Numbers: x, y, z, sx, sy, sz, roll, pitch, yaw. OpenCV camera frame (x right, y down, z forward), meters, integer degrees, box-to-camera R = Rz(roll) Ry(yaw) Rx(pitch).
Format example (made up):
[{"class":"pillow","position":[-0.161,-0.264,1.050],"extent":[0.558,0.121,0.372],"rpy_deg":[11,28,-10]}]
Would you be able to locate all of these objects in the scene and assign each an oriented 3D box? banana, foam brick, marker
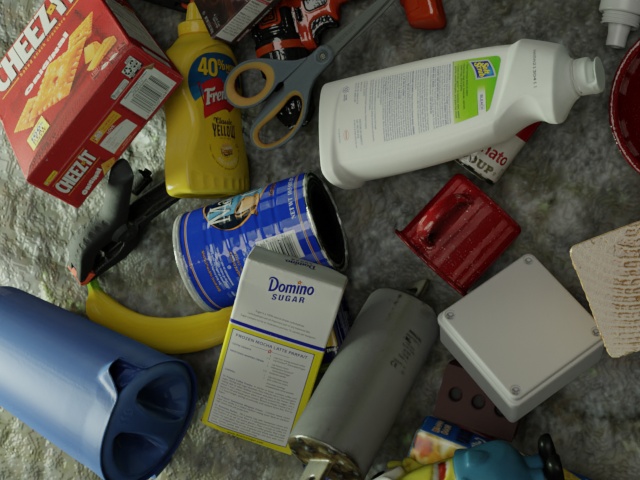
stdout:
[{"class":"banana","position":[-0.165,0.083,1.095],"extent":[0.198,0.037,0.069],"rpy_deg":[11,95,17]},{"class":"foam brick","position":[0.150,0.147,0.992],"extent":[0.078,0.051,0.053],"rpy_deg":[16,94,16]},{"class":"marker","position":[-0.217,-0.028,1.120],"extent":[0.020,0.020,0.121],"rpy_deg":[43,101,12]}]

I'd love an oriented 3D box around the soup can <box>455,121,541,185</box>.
[{"class":"soup can","position":[0.163,-0.110,0.981],"extent":[0.068,0.068,0.102],"rpy_deg":[39,101,13]}]

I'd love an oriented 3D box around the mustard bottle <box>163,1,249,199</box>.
[{"class":"mustard bottle","position":[-0.115,-0.138,1.050],"extent":[0.058,0.096,0.191],"rpy_deg":[-6,87,36]}]

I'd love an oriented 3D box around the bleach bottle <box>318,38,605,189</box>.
[{"class":"bleach bottle","position":[0.121,-0.113,0.930],"extent":[0.251,0.068,0.102],"rpy_deg":[-8,77,30]}]

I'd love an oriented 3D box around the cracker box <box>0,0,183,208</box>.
[{"class":"cracker box","position":[-0.240,-0.157,1.046],"extent":[0.164,0.072,0.214],"rpy_deg":[-49,42,11]}]

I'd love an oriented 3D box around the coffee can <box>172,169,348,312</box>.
[{"class":"coffee can","position":[-0.057,0.001,1.029],"extent":[0.140,0.102,0.103],"rpy_deg":[-18,85,16]}]

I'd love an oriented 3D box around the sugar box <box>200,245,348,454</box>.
[{"class":"sugar box","position":[-0.043,0.101,0.981],"extent":[0.093,0.048,0.176],"rpy_deg":[18,107,3]}]

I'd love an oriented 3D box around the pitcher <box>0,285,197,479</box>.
[{"class":"pitcher","position":[-0.251,0.143,1.067],"extent":[0.243,0.144,0.149],"rpy_deg":[23,100,29]}]

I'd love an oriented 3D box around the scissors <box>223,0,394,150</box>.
[{"class":"scissors","position":[-0.016,-0.178,1.004],"extent":[0.096,0.016,0.202],"rpy_deg":[36,105,7]}]

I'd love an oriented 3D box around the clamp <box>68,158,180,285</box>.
[{"class":"clamp","position":[-0.194,-0.022,1.085],"extent":[0.172,0.120,0.039],"rpy_deg":[-49,60,33]}]

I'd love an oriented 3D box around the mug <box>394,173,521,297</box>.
[{"class":"mug","position":[0.124,-0.011,0.971],"extent":[0.081,0.117,0.093],"rpy_deg":[-48,58,6]}]

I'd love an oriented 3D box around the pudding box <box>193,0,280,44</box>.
[{"class":"pudding box","position":[-0.084,-0.258,1.022],"extent":[0.090,0.039,0.113],"rpy_deg":[-40,64,29]}]

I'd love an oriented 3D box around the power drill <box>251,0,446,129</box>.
[{"class":"power drill","position":[0.022,-0.215,1.029],"extent":[0.188,0.057,0.184],"rpy_deg":[-14,86,16]}]
